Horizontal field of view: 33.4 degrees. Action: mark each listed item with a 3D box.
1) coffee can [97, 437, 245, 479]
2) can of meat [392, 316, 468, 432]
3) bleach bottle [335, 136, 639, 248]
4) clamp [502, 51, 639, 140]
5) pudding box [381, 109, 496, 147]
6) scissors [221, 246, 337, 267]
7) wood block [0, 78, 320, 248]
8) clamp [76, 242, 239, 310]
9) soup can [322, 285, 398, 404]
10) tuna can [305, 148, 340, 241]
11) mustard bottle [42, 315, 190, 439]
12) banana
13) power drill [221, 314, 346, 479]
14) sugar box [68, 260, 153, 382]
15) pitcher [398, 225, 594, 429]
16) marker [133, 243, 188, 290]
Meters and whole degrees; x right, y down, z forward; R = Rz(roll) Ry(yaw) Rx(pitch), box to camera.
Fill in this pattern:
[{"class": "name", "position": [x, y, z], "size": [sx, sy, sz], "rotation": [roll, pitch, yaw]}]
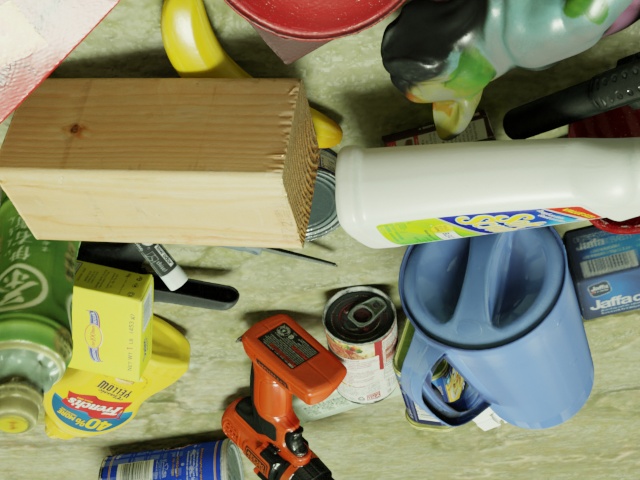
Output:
[{"class": "coffee can", "position": [-0.158, 0.275, 1.157], "size": [0.140, 0.103, 0.103], "rotation": [-9, 138, 4]}, {"class": "can of meat", "position": [0.108, 0.114, 1.007], "size": [0.057, 0.102, 0.084], "rotation": [4, 139, 22]}, {"class": "bleach bottle", "position": [0.144, -0.040, 0.761], "size": [0.251, 0.068, 0.102], "rotation": [-5, 165, 21]}, {"class": "clamp", "position": [0.228, -0.112, 0.724], "size": [0.164, 0.036, 0.210], "rotation": [-20, -179, -8]}, {"class": "pudding box", "position": [0.107, -0.048, 0.875], "size": [0.090, 0.039, 0.113], "rotation": [-15, 137, 11]}, {"class": "scissors", "position": [-0.056, 0.001, 0.865], "size": [0.201, 0.016, 0.096], "rotation": [12, 173, -24]}, {"class": "wood block", "position": [-0.112, -0.057, 0.768], "size": [0.206, 0.090, 0.090], "rotation": [2, 147, 12]}, {"class": "clamp", "position": [-0.159, 0.037, 0.938], "size": [0.172, 0.039, 0.120], "rotation": [-23, 116, 22]}, {"class": "soup can", "position": [0.040, 0.101, 1.011], "size": [0.068, 0.068, 0.102], "rotation": [-7, 138, 2]}, {"class": "tuna can", "position": [-0.018, -0.039, 0.877], "size": [0.086, 0.034, 0.086], "rotation": [-3, 138, -3]}, {"class": "mustard bottle", "position": [-0.216, 0.142, 1.039], "size": [0.096, 0.058, 0.192], "rotation": [27, 129, -29]}, {"class": "banana", "position": [-0.059, -0.120, 0.783], "size": [0.070, 0.037, 0.197], "rotation": [-23, 135, 22]}, {"class": "power drill", "position": [-0.024, 0.178, 1.029], "size": [0.057, 0.185, 0.188], "rotation": [-29, 143, -36]}, {"class": "sugar box", "position": [-0.233, 0.059, 0.913], "size": [0.176, 0.048, 0.093], "rotation": [10, 123, 3]}, {"class": "pitcher", "position": [0.157, 0.084, 0.915], "size": [0.149, 0.145, 0.242], "rotation": [-15, 148, 16]}, {"class": "marker", "position": [-0.152, -0.010, 0.876], "size": [0.020, 0.020, 0.121], "rotation": [-29, 108, 24]}]
